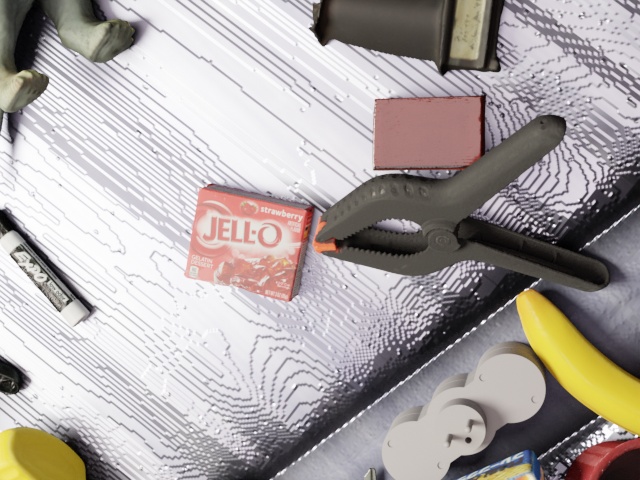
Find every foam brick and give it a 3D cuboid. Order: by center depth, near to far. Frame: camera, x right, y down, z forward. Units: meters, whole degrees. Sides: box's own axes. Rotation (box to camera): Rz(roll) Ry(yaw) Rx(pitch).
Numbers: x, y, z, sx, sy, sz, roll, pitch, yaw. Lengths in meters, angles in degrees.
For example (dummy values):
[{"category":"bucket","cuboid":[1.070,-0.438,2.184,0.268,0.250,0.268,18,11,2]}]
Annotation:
[{"category":"foam brick","cuboid":[0.079,-0.078,0.766,0.078,0.053,0.051,0,99,12]}]

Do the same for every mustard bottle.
[{"category":"mustard bottle","cuboid":[-0.295,0.221,0.882,0.192,0.096,0.058,-29,52,17]}]

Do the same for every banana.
[{"category":"banana","cuboid":[0.226,0.102,0.772,0.198,0.037,0.069,22,85,7]}]

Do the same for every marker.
[{"category":"marker","cuboid":[-0.235,0.021,0.871,0.020,0.020,0.121,-43,88,15]}]

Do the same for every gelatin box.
[{"category":"gelatin box","cuboid":[-0.056,0.001,0.821,0.089,0.030,0.073,13,101,10]}]

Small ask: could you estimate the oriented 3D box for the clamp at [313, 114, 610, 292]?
[{"category":"clamp","cuboid":[0.091,-0.020,0.749,0.210,0.036,0.164,-1,138,19]}]
